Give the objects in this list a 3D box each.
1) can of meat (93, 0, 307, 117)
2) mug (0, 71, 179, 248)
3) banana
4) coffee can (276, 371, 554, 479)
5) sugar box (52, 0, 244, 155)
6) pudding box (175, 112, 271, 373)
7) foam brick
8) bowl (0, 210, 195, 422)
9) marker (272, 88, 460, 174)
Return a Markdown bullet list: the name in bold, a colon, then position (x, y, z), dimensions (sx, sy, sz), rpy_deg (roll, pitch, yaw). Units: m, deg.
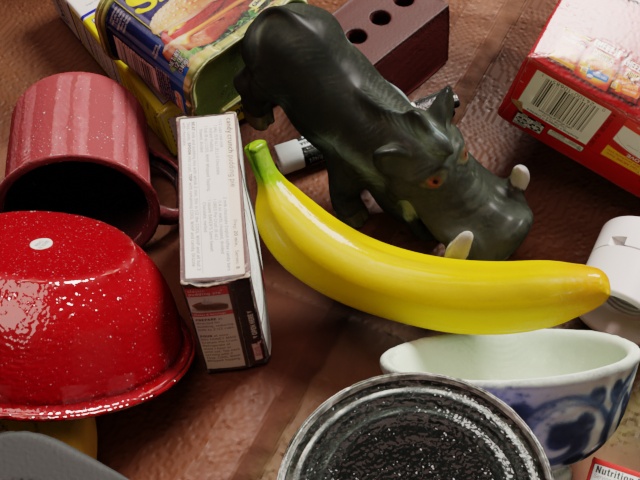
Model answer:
- **can of meat**: position (-0.068, -0.128, 0.639), dimensions (0.102, 0.057, 0.084), rpy_deg (-40, 64, -21)
- **mug**: position (-0.131, -0.042, 0.629), dimensions (0.117, 0.093, 0.081), rpy_deg (12, 44, -23)
- **banana**: position (0.043, 0.013, 0.544), dimensions (0.198, 0.070, 0.037), rpy_deg (21, 46, 14)
- **coffee can**: position (0.040, 0.133, 0.440), dimensions (0.103, 0.140, 0.103), rpy_deg (-3, 54, 4)
- **sugar box**: position (-0.106, -0.141, 0.718), dimensions (0.093, 0.048, 0.176), rpy_deg (-30, 54, -15)
- **pudding box**: position (-0.054, 0.001, 0.579), dimensions (0.039, 0.090, 0.113), rpy_deg (-9, 54, -1)
- **foam brick**: position (0.039, -0.124, 0.684), dimensions (0.053, 0.051, 0.078), rpy_deg (36, 65, 27)
- **bowl**: position (-0.142, 0.027, 0.544), dimensions (0.162, 0.055, 0.162), rpy_deg (7, 21, -3)
- **marker**: position (0.030, -0.069, 0.665), dimensions (0.121, 0.020, 0.020), rpy_deg (-20, 54, -8)
